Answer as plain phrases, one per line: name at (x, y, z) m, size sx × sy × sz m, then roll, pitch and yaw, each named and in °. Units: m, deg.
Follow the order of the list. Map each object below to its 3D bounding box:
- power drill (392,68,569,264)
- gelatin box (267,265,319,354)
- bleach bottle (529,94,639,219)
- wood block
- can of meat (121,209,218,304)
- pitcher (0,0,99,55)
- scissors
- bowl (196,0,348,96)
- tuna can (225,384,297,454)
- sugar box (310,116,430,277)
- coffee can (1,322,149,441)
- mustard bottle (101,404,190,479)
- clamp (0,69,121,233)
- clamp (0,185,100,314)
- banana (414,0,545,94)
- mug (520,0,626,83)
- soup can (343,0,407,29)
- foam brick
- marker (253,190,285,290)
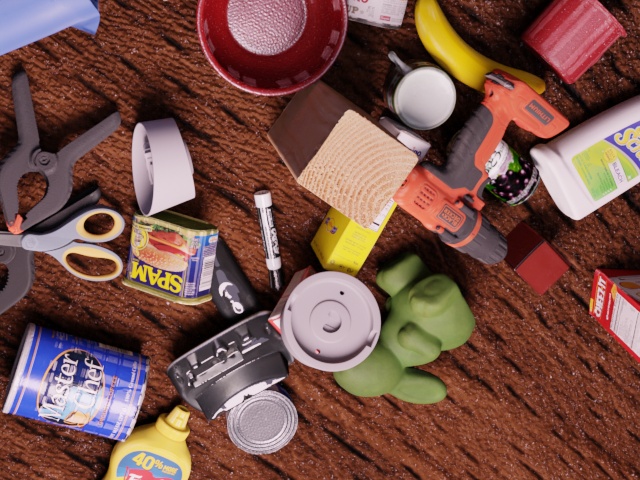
power drill at (0.186, -0.077, 1.165) m, size 0.184 × 0.057 × 0.188 m, roll 32°, pitch 96°, yaw -38°
gelatin box at (-0.013, 0.085, 1.239) m, size 0.030 × 0.089 × 0.073 m, roll -24°, pitch 115°, yaw 40°
bleach bottle at (0.378, -0.131, 1.254) m, size 0.251 × 0.068 × 0.102 m, roll -33°, pitch 111°, yaw -1°
wood block at (0.018, -0.099, 1.119) m, size 0.090 × 0.206 × 0.090 m, roll 33°, pitch 99°, yaw -19°
can of meat at (-0.165, 0.016, 1.185) m, size 0.102 × 0.057 × 0.084 m, roll 16°, pitch 105°, yaw 25°
pitcher at (-0.352, -0.244, 1.047) m, size 0.243 × 0.145 × 0.149 m, roll -25°, pitch 79°, yaw 1°
scissors at (-0.299, -0.014, 1.154) m, size 0.201 × 0.016 × 0.096 m, roll 23°, pitch 100°, yaw -29°
bowl at (-0.054, -0.239, 1.141) m, size 0.162 × 0.055 × 0.162 m, roll -3°, pitch 108°, yaw -10°
tuna can at (-0.072, 0.214, 1.296) m, size 0.086 × 0.034 × 0.086 m, roll -3°, pitch 108°, yaw -10°
sugar box at (0.053, -0.050, 1.203) m, size 0.048 × 0.093 × 0.176 m, roll 23°, pitch 101°, yaw -17°
coffee can at (-0.276, 0.161, 1.205) m, size 0.140 × 0.103 × 0.103 m, roll 18°, pitch 104°, yaw -16°
mustard bottle at (-0.210, 0.280, 1.279) m, size 0.096 × 0.058 × 0.192 m, roll 27°, pitch 101°, yaw -19°
clamp at (-0.301, -0.093, 1.131) m, size 0.120 × 0.039 × 0.171 m, roll 30°, pitch 75°, yaw -9°
clamp at (-0.342, 0.004, 1.177) m, size 0.164 × 0.036 × 0.210 m, roll 13°, pitch 103°, yaw -16°
banana at (0.170, -0.212, 1.201) m, size 0.197 × 0.037 × 0.070 m, roll 40°, pitch 97°, yaw -19°
mug at (0.284, -0.226, 1.199) m, size 0.081 × 0.093 × 0.117 m, roll -47°, pitch 146°, yaw 11°
soup can at (0.065, -0.284, 1.142) m, size 0.068 × 0.068 × 0.102 m, roll 9°, pitch 106°, yaw -13°
foam brick at (0.251, 0.020, 1.271) m, size 0.053 × 0.078 × 0.051 m, roll 42°, pitch 97°, yaw -17°
marker at (-0.058, 0.002, 1.238) m, size 0.020 × 0.020 × 0.121 m, roll -11°, pitch 109°, yaw -7°
